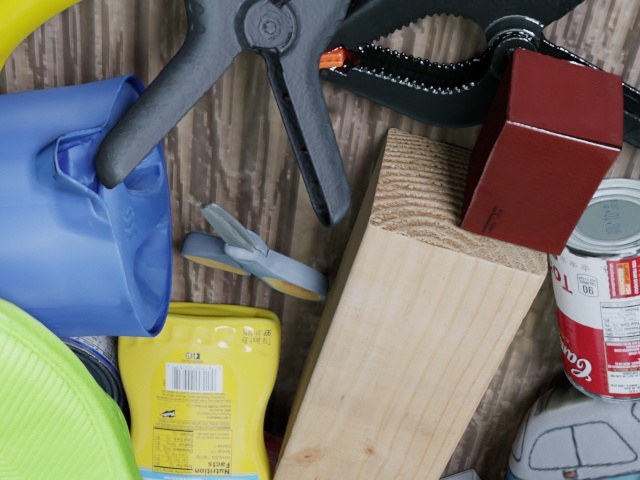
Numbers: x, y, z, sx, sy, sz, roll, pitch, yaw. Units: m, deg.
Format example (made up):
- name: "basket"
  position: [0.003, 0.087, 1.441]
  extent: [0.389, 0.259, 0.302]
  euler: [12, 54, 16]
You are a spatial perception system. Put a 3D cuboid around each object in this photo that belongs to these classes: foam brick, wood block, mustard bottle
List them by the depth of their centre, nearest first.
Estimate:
- name: "foam brick"
  position: [0.101, -0.040, 0.495]
  extent: [0.053, 0.051, 0.078]
  euler: [16, 142, -1]
- name: "wood block"
  position: [0.046, 0.055, 0.596]
  extent: [0.090, 0.090, 0.206]
  euler: [17, 128, -2]
- name: "mustard bottle"
  position: [-0.075, 0.136, 0.650]
  extent: [0.096, 0.058, 0.192]
  euler: [3, 97, 0]

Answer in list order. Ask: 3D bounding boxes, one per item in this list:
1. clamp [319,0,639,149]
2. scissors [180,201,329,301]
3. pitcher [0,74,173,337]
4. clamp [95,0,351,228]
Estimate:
- name: "clamp"
  position: [0.100, -0.089, 0.509]
  extent: [0.210, 0.036, 0.164]
  euler: [-6, 128, 19]
- name: "scissors"
  position: [-0.054, 0.001, 0.552]
  extent: [0.096, 0.016, 0.201]
  euler: [13, 170, 23]
- name: "pitcher"
  position: [-0.201, -0.005, 0.559]
  extent: [0.243, 0.145, 0.149]
  euler: [-4, 121, 4]
- name: "clamp"
  position: [-0.038, -0.091, 0.478]
  extent: [0.120, 0.039, 0.171]
  euler: [0, 97, -28]
